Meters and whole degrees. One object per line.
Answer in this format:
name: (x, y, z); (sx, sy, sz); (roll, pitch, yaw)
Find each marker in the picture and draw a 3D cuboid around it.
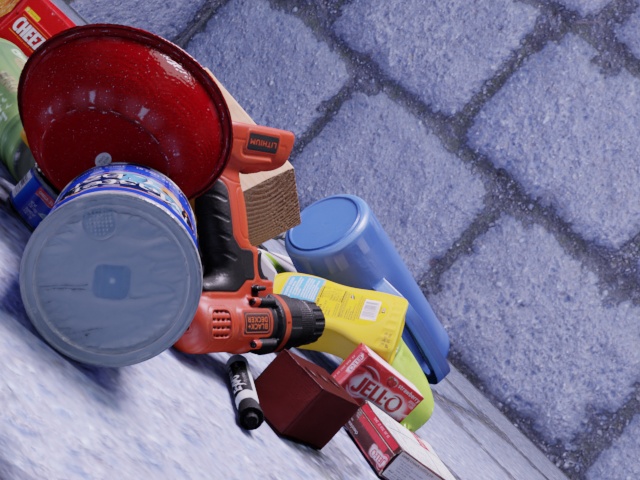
marker: (-0.059, 0.116, 0.824); (0.020, 0.020, 0.121); (41, 3, -16)

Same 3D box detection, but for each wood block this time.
wood block: (-0.114, -0.091, 1.199); (0.206, 0.090, 0.091); (50, -20, 37)

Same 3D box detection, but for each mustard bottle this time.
mustard bottle: (-0.008, 0.078, 1.142); (0.192, 0.058, 0.096); (14, 38, 9)

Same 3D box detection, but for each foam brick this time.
foam brick: (-0.014, 0.131, 0.875); (0.053, 0.051, 0.078); (44, 4, 31)

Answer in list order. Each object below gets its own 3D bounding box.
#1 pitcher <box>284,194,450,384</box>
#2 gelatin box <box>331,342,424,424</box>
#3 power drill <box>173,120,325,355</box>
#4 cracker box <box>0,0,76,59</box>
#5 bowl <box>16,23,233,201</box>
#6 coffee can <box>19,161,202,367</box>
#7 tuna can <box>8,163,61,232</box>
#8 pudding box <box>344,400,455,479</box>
pitcher: (0.060, 0.068, 1.270); (0.242, 0.149, 0.145); (60, 28, -35)
gelatin box: (0.049, 0.157, 1.080); (0.089, 0.073, 0.030); (41, 6, -28)
power drill: (-0.056, 0.001, 0.882); (0.057, 0.187, 0.184); (-6, -6, 32)
cracker box: (-0.283, -0.199, 1.137); (0.164, 0.072, 0.214); (46, -3, -30)
bowl: (-0.146, -0.070, 0.759); (0.162, 0.162, 0.055); (41, 35, -23)
coffee can: (-0.127, 0.010, 0.671); (0.102, 0.103, 0.140); (42, 3, -13)
tuna can: (-0.197, -0.019, 0.820); (0.086, 0.034, 0.086); (42, 3, -3)
pudding box: (0.084, 0.216, 1.050); (0.113, 0.039, 0.090); (38, 7, -32)
